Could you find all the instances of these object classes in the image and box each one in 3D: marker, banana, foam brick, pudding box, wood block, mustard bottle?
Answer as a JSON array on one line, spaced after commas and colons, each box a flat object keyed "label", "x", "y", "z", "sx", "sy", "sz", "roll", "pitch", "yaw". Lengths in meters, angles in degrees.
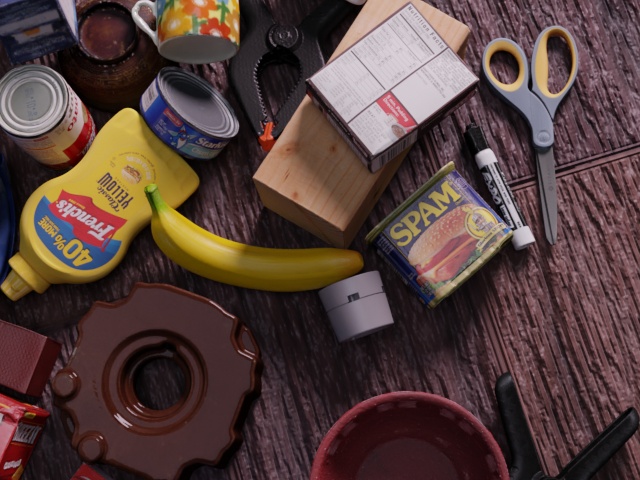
[{"label": "marker", "x": 0.157, "y": -0.049, "z": 0.945, "sx": 0.020, "sy": 0.020, "sz": 0.121, "roll": -22, "pitch": 77, "yaw": -2}, {"label": "banana", "x": -0.064, "y": 0.012, "z": 0.922, "sx": 0.197, "sy": 0.070, "sz": 0.037, "roll": 17, "pitch": 46, "yaw": -4}, {"label": "foam brick", "x": -0.272, "y": 0.098, "z": 0.920, "sx": 0.078, "sy": 0.051, "sz": 0.053, "roll": 19, "pitch": 78, "yaw": 7}, {"label": "pudding box", "x": 0.058, "y": -0.125, "z": 0.864, "sx": 0.113, "sy": 0.039, "sz": 0.090, "roll": -37, "pitch": 79, "yaw": -7}, {"label": "wood block", "x": 0.037, "y": -0.105, "z": 0.927, "sx": 0.090, "sy": 0.091, "sz": 0.206, "roll": 31, "pitch": 81, "yaw": 9}, {"label": "mustard bottle", "x": -0.204, "y": -0.020, "z": 0.937, "sx": 0.191, "sy": 0.058, "sz": 0.096, "roll": -44, "pitch": 98, "yaw": -5}]

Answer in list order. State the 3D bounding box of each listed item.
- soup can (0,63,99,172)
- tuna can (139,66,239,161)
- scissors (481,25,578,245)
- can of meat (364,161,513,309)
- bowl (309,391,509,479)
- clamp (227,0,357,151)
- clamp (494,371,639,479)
[{"label": "soup can", "x": -0.240, "y": -0.106, "z": 0.937, "sx": 0.068, "sy": 0.102, "sz": 0.068, "roll": -1, "pitch": 77, "yaw": 3}, {"label": "tuna can", "x": -0.116, "y": -0.111, "z": 0.939, "sx": 0.086, "sy": 0.086, "sz": 0.034, "roll": 50, "pitch": 118, "yaw": 11}, {"label": "scissors", "x": 0.181, "y": -0.101, "z": 0.957, "sx": 0.096, "sy": 0.016, "sz": 0.201, "roll": 12, "pitch": 79, "yaw": 7}, {"label": "can of meat", "x": 0.103, "y": -0.002, "z": 0.919, "sx": 0.102, "sy": 0.057, "sz": 0.084, "roll": -41, "pitch": 81, "yaw": -5}, {"label": "bowl", "x": 0.072, "y": 0.206, "z": 0.875, "sx": 0.162, "sy": 0.055, "sz": 0.162, "roll": -1, "pitch": 78, "yaw": 3}, {"label": "clamp", "x": -0.041, "y": -0.186, "z": 0.977, "sx": 0.164, "sy": 0.036, "sz": 0.210, "roll": 14, "pitch": 75, "yaw": 8}, {"label": "clamp", "x": 0.196, "y": 0.200, "z": 0.879, "sx": 0.120, "sy": 0.039, "sz": 0.171, "roll": 6, "pitch": 84, "yaw": 9}]
